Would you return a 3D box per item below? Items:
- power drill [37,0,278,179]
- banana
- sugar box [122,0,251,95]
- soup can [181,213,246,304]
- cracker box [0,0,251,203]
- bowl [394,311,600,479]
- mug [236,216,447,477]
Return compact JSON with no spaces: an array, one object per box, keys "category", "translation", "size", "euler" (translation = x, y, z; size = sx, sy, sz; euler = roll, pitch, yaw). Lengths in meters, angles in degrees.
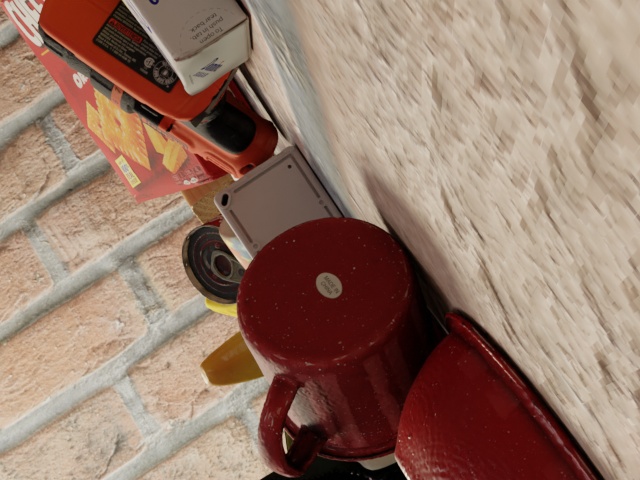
[{"category":"power drill","translation":[-0.110,-0.111,0.654],"size":[0.184,0.057,0.187],"euler":[32,177,2]},{"category":"banana","translation":[0.006,0.068,0.700],"size":[0.037,0.070,0.197],"euler":[42,-161,32]},{"category":"sugar box","translation":[-0.100,-0.157,0.511],"size":[0.176,0.048,0.093],"euler":[57,177,0]},{"category":"soup can","translation":[-0.056,0.001,0.871],"size":[0.068,0.069,0.102],"euler":[56,-141,-2]},{"category":"cracker box","translation":[-0.156,-0.139,0.859],"size":[0.213,0.072,0.164],"euler":[56,152,-15]},{"category":"bowl","translation":[0.078,0.110,0.435],"size":[0.162,0.055,0.162],"euler":[56,178,3]},{"category":"mug","translation":[0.004,0.052,0.489],"size":[0.093,0.117,0.081],"euler":[19,153,28]}]
